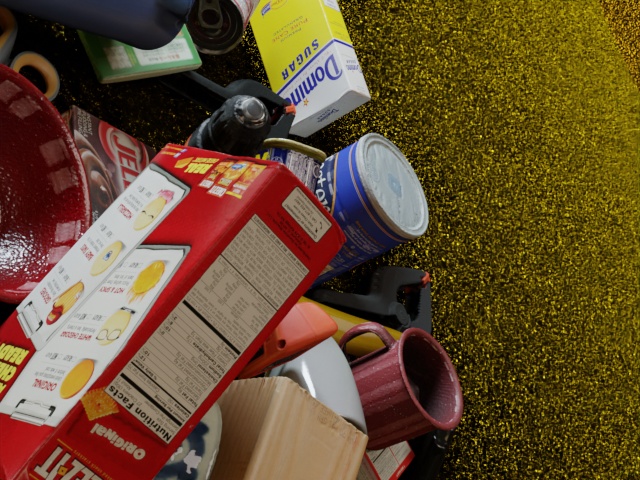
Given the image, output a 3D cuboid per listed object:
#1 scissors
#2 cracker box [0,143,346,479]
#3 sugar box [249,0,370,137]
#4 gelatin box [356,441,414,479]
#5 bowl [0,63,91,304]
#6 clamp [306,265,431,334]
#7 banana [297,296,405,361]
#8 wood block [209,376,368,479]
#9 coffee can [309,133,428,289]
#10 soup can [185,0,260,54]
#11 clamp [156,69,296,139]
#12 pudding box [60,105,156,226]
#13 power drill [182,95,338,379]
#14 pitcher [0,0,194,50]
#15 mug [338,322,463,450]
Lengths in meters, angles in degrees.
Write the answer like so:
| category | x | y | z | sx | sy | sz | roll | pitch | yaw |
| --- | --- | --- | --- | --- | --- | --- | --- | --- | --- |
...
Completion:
| category | x | y | z | sx | sy | sz | roll | pitch | yaw |
| --- | --- | --- | --- | --- | --- | --- | --- | --- | --- |
| scissors | -0.237 | -0.093 | 0.769 | 0.096 | 0.016 | 0.201 | 38 | 38 | -38 |
| cracker box | -0.105 | 0.047 | 0.612 | 0.213 | 0.164 | 0.072 | -51 | 119 | -13 |
| sugar box | -0.018 | -0.210 | 1.139 | 0.048 | 0.093 | 0.176 | 10 | 57 | -54 |
| gelatin box | 0.042 | 0.180 | 0.975 | 0.089 | 0.030 | 0.073 | 60 | 30 | -2 |
| bowl | -0.221 | -0.033 | 0.687 | 0.162 | 0.055 | 0.162 | 37 | 45 | -50 |
| clamp | 0.073 | 0.094 | 1.090 | 0.164 | 0.036 | 0.209 | 62 | 32 | -3 |
| banana | 0.010 | 0.078 | 0.960 | 0.197 | 0.070 | 0.037 | 24 | 80 | -32 |
| wood block | -0.056 | 0.199 | 0.672 | 0.090 | 0.091 | 0.206 | 41 | 56 | -32 |
| coffee can | 0.013 | -0.022 | 0.983 | 0.102 | 0.141 | 0.103 | 38 | 37 | -37 |
| soup can | -0.097 | -0.238 | 1.061 | 0.068 | 0.069 | 0.102 | 49 | 31 | -23 |
| clamp | -0.077 | -0.107 | 1.017 | 0.171 | 0.039 | 0.120 | -3 | 75 | -51 |
| pudding box | -0.163 | -0.036 | 0.815 | 0.089 | 0.039 | 0.113 | 27 | 44 | -47 |
| power drill | -0.055 | 0.001 | 0.813 | 0.057 | 0.185 | 0.188 | -17 | 77 | -29 |
| pitcher | -0.218 | -0.235 | 0.801 | 0.242 | 0.149 | 0.145 | 6 | 77 | -46 |
| mug | 0.058 | 0.124 | 0.931 | 0.117 | 0.082 | 0.093 | 55 | 31 | -11 |
